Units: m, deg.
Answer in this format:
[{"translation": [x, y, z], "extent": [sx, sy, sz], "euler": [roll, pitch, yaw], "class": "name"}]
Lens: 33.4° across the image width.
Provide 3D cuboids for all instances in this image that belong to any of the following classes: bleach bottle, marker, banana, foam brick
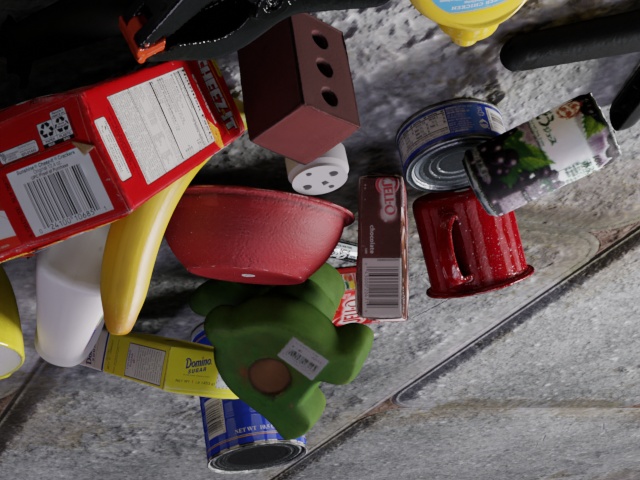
[{"translation": [-0.199, 0.040, 0.887], "extent": [0.068, 0.102, 0.251], "euler": [23, 154, -7], "class": "bleach bottle"}, {"translation": [0.006, 0.006, 0.965], "extent": [0.120, 0.020, 0.020], "euler": [13, 145, -40], "class": "marker"}, {"translation": [-0.108, -0.029, 0.746], "extent": [0.037, 0.070, 0.198], "euler": [25, 103, -50], "class": "banana"}, {"translation": [-0.015, -0.099, 0.682], "extent": [0.051, 0.078, 0.052], "euler": [-29, 149, 35], "class": "foam brick"}]

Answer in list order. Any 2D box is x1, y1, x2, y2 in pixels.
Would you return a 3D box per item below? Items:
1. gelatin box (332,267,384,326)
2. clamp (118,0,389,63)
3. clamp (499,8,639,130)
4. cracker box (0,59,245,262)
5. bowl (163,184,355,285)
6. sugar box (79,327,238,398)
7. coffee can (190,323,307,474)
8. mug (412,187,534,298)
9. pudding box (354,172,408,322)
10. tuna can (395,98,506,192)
[{"translation": [0.039, 0.057, 1.067], "extent": [0.073, 0.030, 0.089], "euler": [-5, 153, -12], "class": "gelatin box"}, {"translation": [-0.029, -0.151, 0.586], "extent": [0.171, 0.039, 0.120], "euler": [-25, 149, -16], "class": "clamp"}, {"translation": [0.238, -0.146, 0.729], "extent": [0.164, 0.036, 0.210], "euler": [11, 150, -38], "class": "clamp"}, {"translation": [-0.154, -0.047, 0.620], "extent": [0.164, 0.072, 0.213], "euler": [-19, -168, 16], "class": "cracker box"}, {"translation": [-0.055, 0.001, 0.829], "extent": [0.162, 0.055, 0.162], "euler": [5, 171, 1], "class": "bowl"}, {"translation": [-0.152, 0.112, 1.006], "extent": [0.093, 0.048, 0.177], "euler": [13, 177, -39], "class": "sugar box"}, {"translation": [-0.075, 0.158, 1.101], "extent": [0.102, 0.140, 0.103], "euler": [-9, 154, -5], "class": "coffee can"}, {"translation": [0.119, -0.001, 0.880], "extent": [0.093, 0.081, 0.117], "euler": [-10, -171, 28], "class": "mug"}, {"translation": [0.052, 0.008, 0.856], "extent": [0.039, 0.113, 0.090], "euler": [2, 175, 9], "class": "pudding box"}, {"translation": [0.103, -0.072, 0.829], "extent": [0.086, 0.034, 0.086], "euler": [-9, 154, -4], "class": "tuna can"}]
